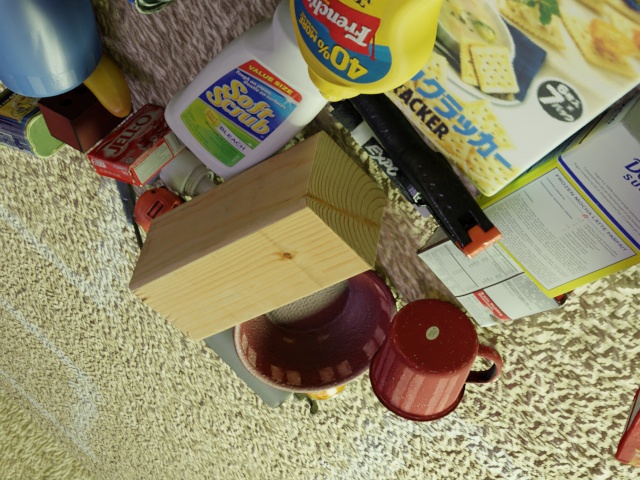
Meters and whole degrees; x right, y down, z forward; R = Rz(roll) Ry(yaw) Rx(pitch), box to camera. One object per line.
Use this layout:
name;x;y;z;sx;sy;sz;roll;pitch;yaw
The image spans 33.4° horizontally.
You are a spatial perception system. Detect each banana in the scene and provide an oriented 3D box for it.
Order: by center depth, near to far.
banana;-0.260;-0.179;1.089;0.198;0.069;0.037;21;162;22

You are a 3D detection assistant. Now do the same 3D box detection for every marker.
marker;0.051;-0.068;0.862;0.121;0.020;0.020;48;153;-6

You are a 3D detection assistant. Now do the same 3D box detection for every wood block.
wood block;-0.056;0.002;0.922;0.206;0.090;0.090;-24;128;33

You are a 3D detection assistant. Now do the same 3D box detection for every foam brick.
foam brick;-0.243;-0.139;1.111;0.053;0.078;0.051;28;149;26

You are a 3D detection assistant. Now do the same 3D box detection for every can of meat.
can of meat;-0.307;-0.140;1.174;0.084;0.102;0.057;19;143;38

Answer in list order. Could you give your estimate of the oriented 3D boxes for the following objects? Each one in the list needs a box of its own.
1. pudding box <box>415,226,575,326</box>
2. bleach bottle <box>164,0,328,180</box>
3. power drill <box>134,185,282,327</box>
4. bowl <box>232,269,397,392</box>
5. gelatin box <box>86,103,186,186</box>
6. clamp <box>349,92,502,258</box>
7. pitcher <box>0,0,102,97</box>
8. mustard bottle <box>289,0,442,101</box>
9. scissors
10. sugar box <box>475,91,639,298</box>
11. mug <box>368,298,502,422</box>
pudding box;0.139;0.019;0.843;0.090;0.039;0.114;49;151;-7
bleach bottle;-0.044;-0.132;0.860;0.102;0.068;0.251;46;151;-4
power drill;-0.113;0.016;1.139;0.187;0.057;0.184;37;178;1
bowl;-0.009;0.070;1.042;0.055;0.162;0.162;-108;-5;-55
gelatin box;-0.178;-0.096;1.065;0.073;0.089;0.030;18;143;42
clamp;0.079;-0.042;0.768;0.120;0.039;0.171;43;-167;-52
pitcher;-0.286;-0.250;0.962;0.243;0.145;0.149;81;167;-54
mustard bottle;0.026;-0.139;0.608;0.096;0.058;0.192;45;154;11
scissors;-0.208;-0.028;1.189;0.096;0.016;0.202;87;163;-73
sugar box;0.184;-0.026;0.710;0.093;0.048;0.176;47;150;-5
mug;0.108;0.108;0.972;0.117;0.093;0.081;10;144;-1
